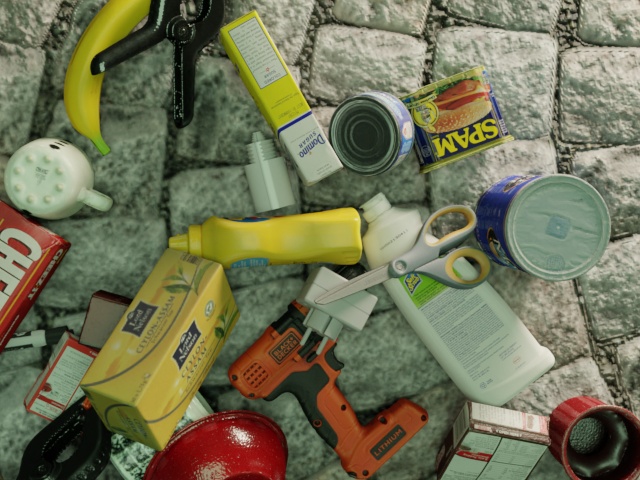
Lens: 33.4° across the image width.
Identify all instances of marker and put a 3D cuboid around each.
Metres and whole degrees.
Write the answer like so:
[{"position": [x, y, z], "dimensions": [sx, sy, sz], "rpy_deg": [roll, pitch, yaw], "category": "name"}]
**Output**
[{"position": [-0.317, 0.105, 1.107], "dimensions": [0.121, 0.020, 0.020], "rpy_deg": [-8, 94, -4], "category": "marker"}]

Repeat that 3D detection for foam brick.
[{"position": [-0.210, 0.083, 1.085], "dimensions": [0.053, 0.078, 0.051], "rpy_deg": [16, 90, -6], "category": "foam brick"}]

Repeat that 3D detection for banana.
[{"position": [-0.216, -0.190, 1.092], "dimensions": [0.069, 0.037, 0.198], "rpy_deg": [20, 94, -29], "category": "banana"}]

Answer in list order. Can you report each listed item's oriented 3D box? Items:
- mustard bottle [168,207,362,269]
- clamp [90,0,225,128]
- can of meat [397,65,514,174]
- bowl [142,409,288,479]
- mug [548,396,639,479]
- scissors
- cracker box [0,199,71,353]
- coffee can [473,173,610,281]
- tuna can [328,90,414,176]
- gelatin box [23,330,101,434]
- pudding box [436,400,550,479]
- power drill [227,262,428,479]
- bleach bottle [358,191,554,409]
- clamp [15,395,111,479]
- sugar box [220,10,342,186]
[{"position": [-0.057, 0.001, 1.082], "dimensions": [0.191, 0.096, 0.058], "rpy_deg": [-4, 89, -4], "category": "mustard bottle"}, {"position": [-0.156, -0.211, 1.077], "dimensions": [0.120, 0.039, 0.171], "rpy_deg": [21, 88, -39], "category": "clamp"}, {"position": [0.138, -0.126, 1.111], "dimensions": [0.102, 0.057, 0.084], "rpy_deg": [-20, 93, -3], "category": "can of meat"}, {"position": [-0.096, 0.252, 1.076], "dimensions": [0.161, 0.055, 0.162], "rpy_deg": [-14, 125, -21], "category": "bowl"}, {"position": [0.292, 0.223, 1.130], "dimensions": [0.093, 0.081, 0.117], "rpy_deg": [-21, 95, -3], "category": "mug"}, {"position": [0.094, 0.039, 1.064], "dimensions": [0.201, 0.016, 0.096], "rpy_deg": [-39, 88, -25], "category": "scissors"}, {"position": [-0.386, 0.013, 1.061], "dimensions": [0.213, 0.072, 0.164], "rpy_deg": [33, 86, -2], "category": "cracker box"}, {"position": [0.220, -0.016, 1.081], "dimensions": [0.102, 0.140, 0.103], "rpy_deg": [0, 93, -5], "category": "coffee can"}, {"position": [0.051, -0.109, 1.094], "dimensions": [0.086, 0.033, 0.086], "rpy_deg": [9, 107, 29], "category": "tuna can"}, {"position": [-0.252, 0.149, 1.101], "dimensions": [0.073, 0.030, 0.089], "rpy_deg": [30, 91, -24], "category": "gelatin box"}, {"position": [0.178, 0.220, 1.114], "dimensions": [0.090, 0.114, 0.039], "rpy_deg": [11, 48, -6], "category": "pudding box"}, {"position": [0.025, 0.140, 1.119], "dimensions": [0.184, 0.057, 0.187], "rpy_deg": [-43, 94, -4], "category": "power drill"}, {"position": [0.132, 0.053, 1.119], "dimensions": [0.102, 0.068, 0.251], "rpy_deg": [-36, 93, -4], "category": "bleach bottle"}, {"position": [-0.269, 0.235, 1.023], "dimensions": [0.165, 0.209, 0.036], "rpy_deg": [-7, 130, 22], "category": "clamp"}, {"position": [-0.041, -0.139, 1.077], "dimensions": [0.048, 0.093, 0.176], "rpy_deg": [-28, 95, -2], "category": "sugar box"}]
